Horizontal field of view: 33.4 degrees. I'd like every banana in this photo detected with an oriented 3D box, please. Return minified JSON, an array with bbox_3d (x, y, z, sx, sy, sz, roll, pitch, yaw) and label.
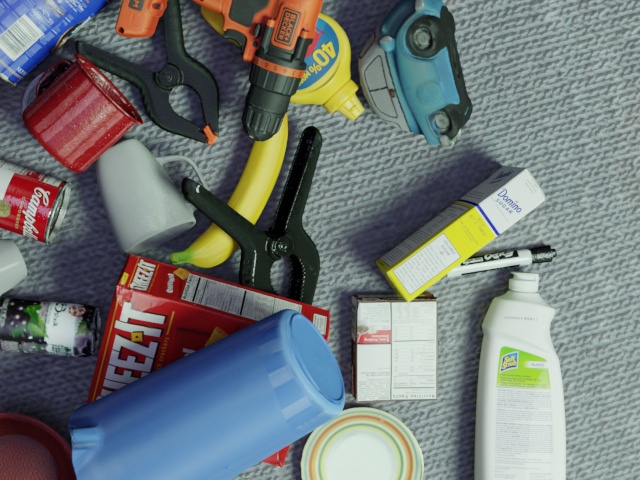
[{"bbox_3d":[-0.080,-0.045,1.098,0.037,0.069,0.197,27,79,21],"label":"banana"}]

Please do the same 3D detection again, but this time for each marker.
[{"bbox_3d":[0.193,0.022,1.142,0.121,0.020,0.020,-8,94,-3],"label":"marker"}]

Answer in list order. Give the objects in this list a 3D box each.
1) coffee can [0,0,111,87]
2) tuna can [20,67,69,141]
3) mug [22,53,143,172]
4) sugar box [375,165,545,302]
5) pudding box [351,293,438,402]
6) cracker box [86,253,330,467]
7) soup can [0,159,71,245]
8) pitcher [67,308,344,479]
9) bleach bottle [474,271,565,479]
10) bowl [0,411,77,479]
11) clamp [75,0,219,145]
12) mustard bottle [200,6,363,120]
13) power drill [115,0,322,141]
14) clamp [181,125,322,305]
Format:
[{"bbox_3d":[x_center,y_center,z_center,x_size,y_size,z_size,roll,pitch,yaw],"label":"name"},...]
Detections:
[{"bbox_3d":[-0.285,-0.236,1.053,0.140,0.103,0.103,-42,95,0],"label":"coffee can"},{"bbox_3d":[-0.262,-0.134,1.096,0.086,0.034,0.086,0,94,-4],"label":"tuna can"},{"bbox_3d":[-0.240,-0.129,1.042,0.081,0.093,0.117,-42,64,4],"label":"mug"},{"bbox_3d":[0.142,-0.009,1.100,0.176,0.093,0.048,-34,97,0],"label":"sugar box"},{"bbox_3d":[0.079,0.114,1.132,0.090,0.039,0.113,-1,96,-5],"label":"pudding box"},{"bbox_3d":[-0.114,0.124,1.076,0.213,0.072,0.164,16,117,-5],"label":"cracker box"},{"bbox_3d":[-0.313,-0.044,1.082,0.102,0.068,0.068,19,92,-4],"label":"soup can"},{"bbox_3d":[-0.098,0.166,0.994,0.243,0.149,0.145,-29,98,16],"label":"pitcher"},{"bbox_3d":[0.218,0.159,1.133,0.102,0.068,0.251,3,91,-4],"label":"bleach bottle"},{"bbox_3d":[-0.322,0.252,1.107,0.162,0.055,0.162,0,94,-4],"label":"bowl"},{"bbox_3d":[-0.153,-0.178,1.098,0.120,0.039,0.171,-44,99,5],"label":"clamp"},{"bbox_3d":[-0.026,-0.198,1.094,0.096,0.058,0.191,-43,96,4],"label":"mustard bottle"},{"bbox_3d":[-0.100,-0.206,1.042,0.187,0.057,0.184,19,104,0],"label":"power drill"},{"bbox_3d":[-0.057,0.001,1.086,0.164,0.036,0.210,-18,112,-31],"label":"clamp"}]
